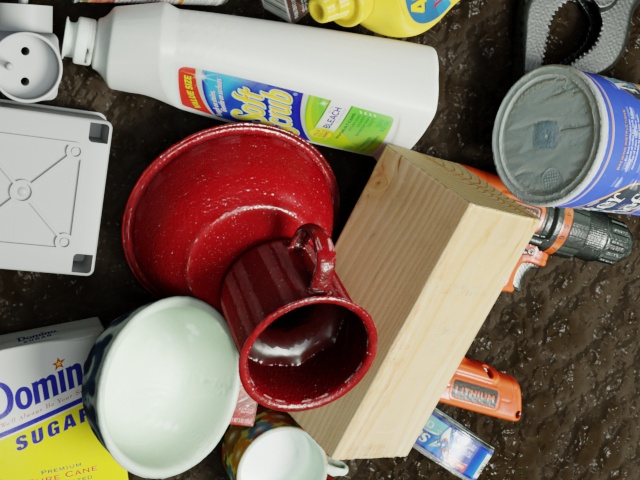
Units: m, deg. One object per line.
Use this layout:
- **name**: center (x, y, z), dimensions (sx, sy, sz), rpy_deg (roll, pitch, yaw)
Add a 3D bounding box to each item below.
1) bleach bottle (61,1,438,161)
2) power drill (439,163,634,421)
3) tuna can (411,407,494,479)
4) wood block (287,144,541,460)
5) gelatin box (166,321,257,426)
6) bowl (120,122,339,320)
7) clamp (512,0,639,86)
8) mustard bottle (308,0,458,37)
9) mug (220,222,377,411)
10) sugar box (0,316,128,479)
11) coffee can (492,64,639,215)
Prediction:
- **bleach bottle**: center (-0.051, -0.114, 0.739), dimensions (0.250, 0.103, 0.068), rpy_deg (8, 69, -14)
- **power drill**: center (0.151, 0.045, 0.858), dimensions (0.184, 0.057, 0.188), rpy_deg (16, 93, -18)
- **tuna can**: center (0.094, 0.155, 0.846), dimensions (0.086, 0.086, 0.034), rpy_deg (35, 87, -23)
- **wood block**: center (0.056, 0.047, 0.770), dimensions (0.090, 0.091, 0.206), rpy_deg (9, 114, -46)
- **gelatin box**: center (-0.088, 0.096, 0.793), dimensions (0.089, 0.030, 0.073), rpy_deg (8, 100, -12)
- **bowl**: center (-0.055, 0.001, 0.749), dimensions (0.162, 0.055, 0.162), rpy_deg (-10, 125, -15)
- **clamp**: center (0.207, -0.204, 0.832), dimensions (0.164, 0.036, 0.210), rpy_deg (38, 91, -12)
- **mustard bottle**: center (0.064, -0.196, 0.740), dimensions (0.191, 0.058, 0.096), rpy_deg (-35, 125, -31)
- **mug**: center (-0.016, 0.042, 0.703), dimensions (0.093, 0.081, 0.117), rpy_deg (1, 122, -22)
- **sugar box**: center (-0.189, 0.151, 0.767), dimensions (0.093, 0.048, 0.176), rpy_deg (-11, 106, -17)
- **coffee can**: center (0.215, -0.072, 0.809), dimensions (0.140, 0.103, 0.103), rpy_deg (4, 101, -38)
